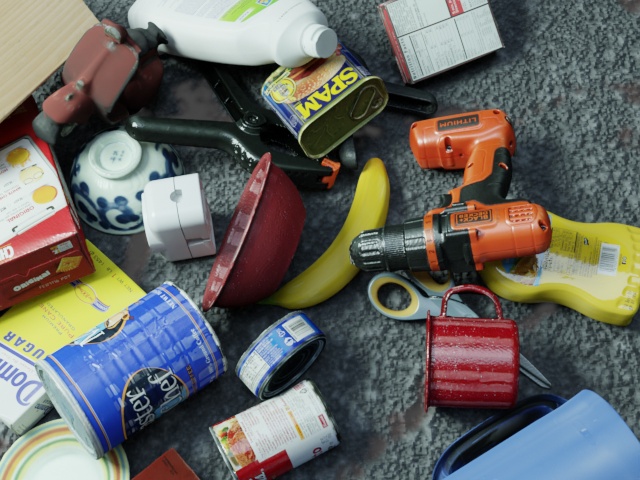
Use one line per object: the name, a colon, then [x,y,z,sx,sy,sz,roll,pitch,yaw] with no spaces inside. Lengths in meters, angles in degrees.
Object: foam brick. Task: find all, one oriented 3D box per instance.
foam brick: [-0.125,0.233,0.948,0.053,0.051,0.078,-38,69,-14]

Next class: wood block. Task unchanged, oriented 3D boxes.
wood block: [-0.322,-0.173,1.033,0.090,0.090,0.205,-6,38,49]

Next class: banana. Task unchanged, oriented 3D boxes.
banana: [0.019,0.001,1.054,0.070,0.037,0.197,36,72,18]

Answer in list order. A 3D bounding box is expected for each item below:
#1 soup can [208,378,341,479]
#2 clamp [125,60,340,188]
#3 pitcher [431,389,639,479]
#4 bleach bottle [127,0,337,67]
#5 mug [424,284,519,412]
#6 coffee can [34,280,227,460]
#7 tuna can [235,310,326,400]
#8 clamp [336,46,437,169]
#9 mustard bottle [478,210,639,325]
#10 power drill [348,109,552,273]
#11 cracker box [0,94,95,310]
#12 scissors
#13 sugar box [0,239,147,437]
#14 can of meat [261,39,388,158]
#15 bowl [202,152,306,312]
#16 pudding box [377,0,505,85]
soup can: [-0.040,0.176,0.961,0.102,0.068,0.068,-26,67,-10]
clamp: [-0.074,-0.119,1.101,0.210,0.036,0.164,23,44,2]
pitcher: [0.154,0.232,0.902,0.242,0.149,0.145,-27,82,-6]
bleach bottle: [-0.085,-0.217,1.085,0.251,0.068,0.102,24,63,42]
mug: [0.136,0.099,0.966,0.081,0.093,0.117,1,87,6]
coffee can: [-0.170,0.116,0.964,0.140,0.103,0.103,-33,68,-22]
tuna can: [-0.035,0.106,0.982,0.086,0.086,0.034,-40,71,-14]
clamp: [0.038,-0.158,1.119,0.120,0.039,0.171,-26,62,-16]
mustard bottle: [0.211,0.016,1.025,0.192,0.058,0.096,12,65,8]
power drill: [0.121,-0.044,1.019,0.184,0.057,0.187,-6,42,12]
cracker box: [-0.327,-0.030,1.042,0.164,0.072,0.214,-23,51,-7]
scissors: [0.123,0.083,1.021,0.096,0.016,0.202,-36,79,5]
sugar box: [-0.255,0.092,1.022,0.093,0.048,0.176,39,72,19]
can of meat: [0.002,-0.146,1.066,0.102,0.057,0.084,-38,57,-1]
bowl: [-0.057,0.001,1.005,0.055,0.162,0.162,22,67,-11]
pudding box: [0.127,-0.225,1.130,0.113,0.039,0.090,-21,101,-5]
